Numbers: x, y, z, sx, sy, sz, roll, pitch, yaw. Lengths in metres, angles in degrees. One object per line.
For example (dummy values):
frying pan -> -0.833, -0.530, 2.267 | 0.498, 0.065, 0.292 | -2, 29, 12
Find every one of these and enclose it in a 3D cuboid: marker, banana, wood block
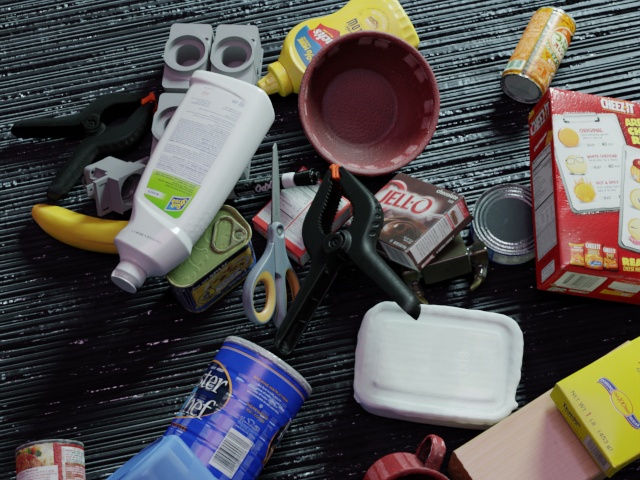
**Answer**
marker -> -0.054, -0.063, 1.181 | 0.121, 0.020, 0.020 | -8, 62, 30
banana -> -0.229, -0.013, 1.192 | 0.198, 0.037, 0.069 | -1, 38, 1
wood block -> 0.235, 0.197, 1.032 | 0.206, 0.090, 0.091 | -30, 67, -10

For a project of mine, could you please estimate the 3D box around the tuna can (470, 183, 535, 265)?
tuna can -> 0.207, -0.017, 1.163 | 0.086, 0.034, 0.086 | -2, 65, 3

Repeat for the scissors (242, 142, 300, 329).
scissors -> -0.057, 0.001, 1.116 | 0.016, 0.096, 0.202 | -7, 95, 36

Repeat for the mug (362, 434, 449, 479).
mug -> 0.087, 0.238, 1.008 | 0.093, 0.081, 0.117 | 21, 92, -6

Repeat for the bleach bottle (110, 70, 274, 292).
bleach bottle -> -0.146, -0.058, 1.105 | 0.103, 0.068, 0.250 | 18, 63, 23

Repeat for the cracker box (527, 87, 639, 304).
cracker box -> 0.309, -0.043, 1.130 | 0.164, 0.072, 0.213 | 8, 64, -12

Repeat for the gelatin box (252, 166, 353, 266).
gelatin box -> -0.019, -0.027, 1.185 | 0.073, 0.030, 0.089 | 37, 73, 20

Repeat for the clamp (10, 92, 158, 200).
clamp -> -0.264, -0.116, 1.236 | 0.171, 0.039, 0.120 | -22, 67, -6

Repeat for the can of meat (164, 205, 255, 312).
can of meat -> -0.119, 0.022, 1.139 | 0.102, 0.084, 0.057 | -38, 68, -13

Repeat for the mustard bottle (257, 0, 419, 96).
mustard bottle -> 0.013, -0.220, 1.255 | 0.191, 0.058, 0.096 | -28, 78, -8

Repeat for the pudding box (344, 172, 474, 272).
pudding box -> 0.094, -0.021, 1.142 | 0.090, 0.039, 0.114 | -44, 38, -15

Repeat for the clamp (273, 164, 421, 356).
clamp -> 0.015, 0.017, 1.110 | 0.165, 0.036, 0.210 | -24, 53, 22

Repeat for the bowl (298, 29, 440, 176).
bowl -> 0.050, -0.152, 1.203 | 0.162, 0.055, 0.162 | 0, 92, -10

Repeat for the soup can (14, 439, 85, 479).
soup can -> -0.264, 0.254, 1.051 | 0.068, 0.068, 0.102 | -9, 66, -1

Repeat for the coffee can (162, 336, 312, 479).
coffee can -> -0.088, 0.180, 1.054 | 0.103, 0.103, 0.140 | 28, 70, 15
